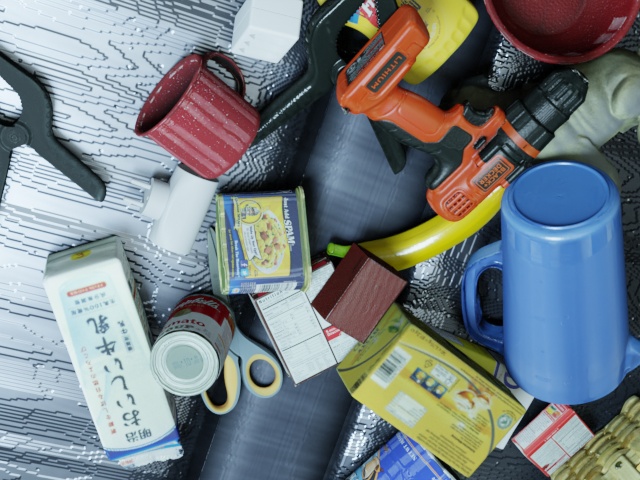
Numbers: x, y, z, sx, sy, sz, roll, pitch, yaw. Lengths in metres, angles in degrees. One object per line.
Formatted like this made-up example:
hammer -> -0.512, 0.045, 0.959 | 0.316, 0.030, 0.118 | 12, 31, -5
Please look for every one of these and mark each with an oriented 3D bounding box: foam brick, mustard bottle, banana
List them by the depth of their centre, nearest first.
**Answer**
mustard bottle -> 0.050, -0.238, 0.993 | 0.191, 0.058, 0.096 | 37, 109, -21
foam brick -> 0.038, 0.052, 1.049 | 0.051, 0.053, 0.078 | 33, 96, -22
banana -> 0.108, -0.008, 1.073 | 0.198, 0.037, 0.069 | -24, 153, 14

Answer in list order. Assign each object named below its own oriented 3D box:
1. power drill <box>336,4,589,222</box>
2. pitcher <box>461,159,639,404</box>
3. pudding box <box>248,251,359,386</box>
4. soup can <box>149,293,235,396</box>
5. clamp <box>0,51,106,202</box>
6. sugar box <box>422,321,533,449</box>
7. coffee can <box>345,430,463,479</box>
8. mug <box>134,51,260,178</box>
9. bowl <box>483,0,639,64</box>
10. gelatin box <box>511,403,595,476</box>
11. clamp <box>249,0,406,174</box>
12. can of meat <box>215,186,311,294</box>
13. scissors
power drill -> 0.123, -0.125, 0.959 | 0.187, 0.057, 0.185 | 37, 111, -21
pitcher -> 0.230, 0.041, 1.057 | 0.149, 0.145, 0.243 | -26, 135, -11
pudding box -> -0.012, 0.081, 1.096 | 0.090, 0.039, 0.113 | -26, 110, -5
soup can -> -0.122, 0.100, 1.028 | 0.068, 0.102, 0.068 | 1, 106, 3
clamp -> -0.284, -0.088, 0.971 | 0.120, 0.039, 0.171 | -28, 106, -9
sugar box -> 0.144, 0.154, 1.156 | 0.176, 0.048, 0.093 | 24, 101, -19
coffee can -> 0.078, 0.280, 1.150 | 0.140, 0.103, 0.102 | -42, 113, 2
mug -> -0.106, -0.120, 0.986 | 0.081, 0.093, 0.117 | 37, 59, -27
bowl -> 0.224, -0.246, 1.024 | 0.162, 0.055, 0.162 | 0, 92, -8
gelatin box -> 0.262, 0.221, 1.199 | 0.073, 0.030, 0.089 | -43, 141, 3
clamp -> 0.034, -0.154, 0.996 | 0.164, 0.036, 0.210 | 14, 124, -16
can of meat -> -0.057, 0.001, 1.032 | 0.084, 0.057, 0.102 | -3, 77, -10
scissors -> -0.079, 0.086, 1.091 | 0.096, 0.016, 0.202 | 4, 108, -12
